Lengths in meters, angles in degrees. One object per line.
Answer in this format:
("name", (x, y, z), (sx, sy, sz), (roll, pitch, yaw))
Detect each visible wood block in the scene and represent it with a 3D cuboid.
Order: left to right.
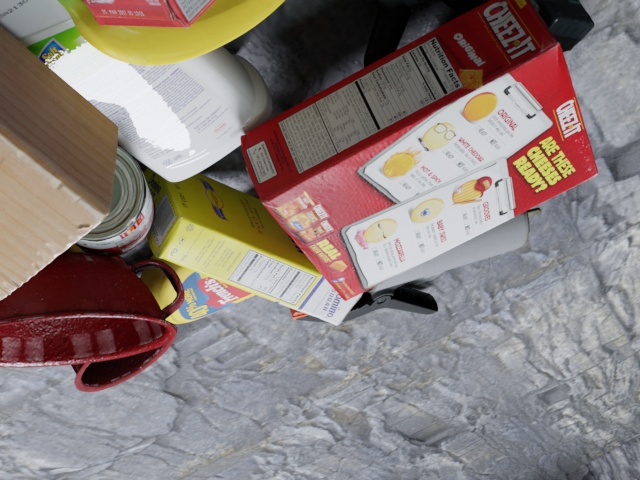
("wood block", (-0.210, -0.074, 0.545), (0.091, 0.090, 0.206), (-35, 124, 20))

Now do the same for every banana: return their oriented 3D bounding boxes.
("banana", (-0.064, -0.145, 0.619), (0.197, 0.037, 0.070), (-29, 132, -34))

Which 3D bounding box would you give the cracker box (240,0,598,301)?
("cracker box", (0.072, -0.060, 0.750), (0.214, 0.072, 0.164), (-28, 146, 8))

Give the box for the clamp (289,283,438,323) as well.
("clamp", (0.063, 0.054, 1.145), (0.209, 0.036, 0.165), (-15, 150, -16))

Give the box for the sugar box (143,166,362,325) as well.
("sugar box", (-0.055, 0.001, 0.837), (0.176, 0.093, 0.048), (20, 115, -33))

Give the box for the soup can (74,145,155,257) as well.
("soup can", (-0.148, -0.027, 0.724), (0.068, 0.068, 0.102), (-21, 177, -8))

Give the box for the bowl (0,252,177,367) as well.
("bowl", (-0.183, 0.047, 0.748), (0.162, 0.055, 0.162), (-6, 164, -2))

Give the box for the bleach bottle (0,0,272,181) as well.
("bleach bottle", (-0.129, -0.125, 0.648), (0.102, 0.068, 0.250), (-35, 149, 9))

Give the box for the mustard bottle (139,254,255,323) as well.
("mustard bottle", (-0.094, 0.026, 0.944), (0.191, 0.058, 0.096), (-22, 151, -5))

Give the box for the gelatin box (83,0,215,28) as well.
("gelatin box", (-0.072, -0.147, 0.548), (0.089, 0.073, 0.030), (-51, 132, -25))

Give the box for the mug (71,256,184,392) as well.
("mug", (-0.168, 0.058, 0.877), (0.117, 0.081, 0.093), (-34, 160, -6))

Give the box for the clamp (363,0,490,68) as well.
("clamp", (0.078, -0.176, 0.722), (0.120, 0.039, 0.171), (-12, 147, 5))
